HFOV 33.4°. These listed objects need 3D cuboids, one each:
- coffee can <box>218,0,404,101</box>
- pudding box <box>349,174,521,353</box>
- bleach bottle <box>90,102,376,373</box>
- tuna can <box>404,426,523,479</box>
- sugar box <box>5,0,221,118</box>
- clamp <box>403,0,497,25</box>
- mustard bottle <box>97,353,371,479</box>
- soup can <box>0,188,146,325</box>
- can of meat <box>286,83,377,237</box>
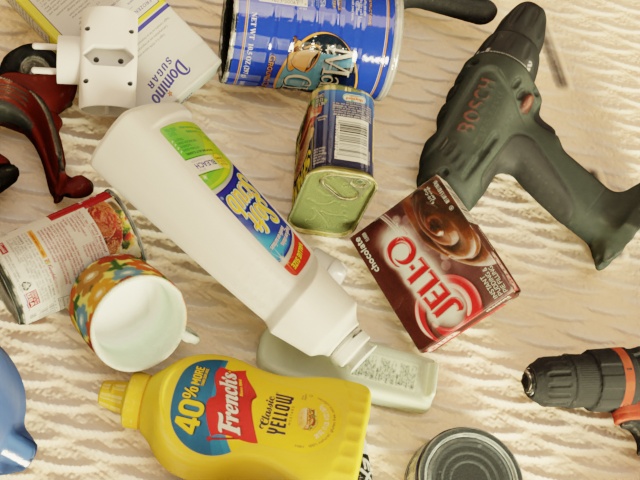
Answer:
[{"bbox_3d":[-0.011,-0.176,0.903,0.140,0.103,0.103,5,64,-11],"label":"coffee can"},{"bbox_3d":[0.091,0.019,0.846,0.090,0.039,0.113,-36,71,16],"label":"pudding box"},{"bbox_3d":[-0.055,0.001,0.807,0.251,0.068,0.102,43,21,10],"label":"bleach bottle"},{"bbox_3d":[0.108,0.184,0.799,0.086,0.034,0.086,5,64,-11],"label":"tuna can"},{"bbox_3d":[-0.174,-0.177,0.873,0.093,0.048,0.176,-43,94,-13],"label":"sugar box"},{"bbox_3d":[0.072,-0.247,0.993,0.171,0.039,0.120,2,46,-10],"label":"clamp"},{"bbox_3d":[-0.064,0.129,0.761,0.191,0.058,0.096,12,50,2],"label":"mustard bottle"},{"bbox_3d":[-0.189,0.012,0.790,0.102,0.069,0.068,-26,74,-22],"label":"soup can"},{"bbox_3d":[0.010,-0.063,0.856,0.057,0.102,0.084,8,62,-10],"label":"can of meat"}]
